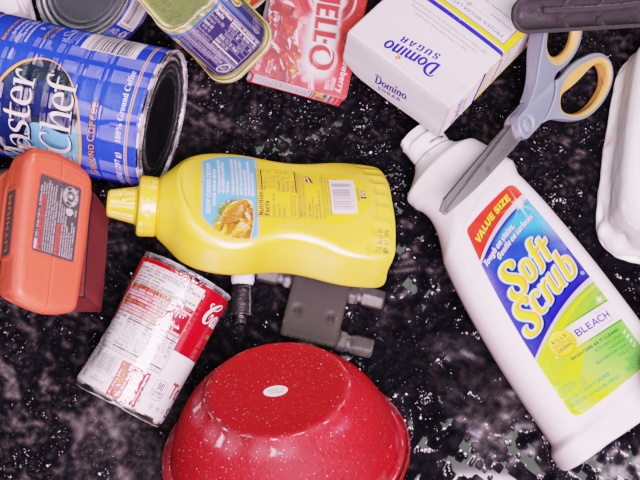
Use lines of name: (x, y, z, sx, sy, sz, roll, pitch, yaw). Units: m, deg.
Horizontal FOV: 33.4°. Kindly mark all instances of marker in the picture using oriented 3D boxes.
marker: (-0.055, 0.001, 0.772, 0.020, 0.020, 0.121, 1, 76, 3)

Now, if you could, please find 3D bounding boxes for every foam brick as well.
foam brick: (-0.184, 0.008, 0.760, 0.053, 0.051, 0.078, 1, 75, 4)

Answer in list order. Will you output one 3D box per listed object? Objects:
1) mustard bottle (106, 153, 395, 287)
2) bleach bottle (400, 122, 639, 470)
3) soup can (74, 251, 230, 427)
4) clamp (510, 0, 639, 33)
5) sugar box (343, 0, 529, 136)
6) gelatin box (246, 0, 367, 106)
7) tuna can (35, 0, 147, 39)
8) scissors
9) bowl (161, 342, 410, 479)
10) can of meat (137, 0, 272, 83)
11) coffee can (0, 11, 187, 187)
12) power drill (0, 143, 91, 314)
mustard bottle: (-0.049, -0.017, 0.728, 0.191, 0.058, 0.096, 5, 47, -10)
bleach bottle: (0.132, 0.026, 0.736, 0.102, 0.068, 0.251, -33, 74, -9)
soup can: (-0.115, 0.068, 0.733, 0.068, 0.068, 0.102, 26, 79, 9)
clamp: (0.254, -0.157, 0.721, 0.165, 0.209, 0.036, 16, 114, 44)
sugar box: (0.106, -0.163, 0.774, 0.093, 0.048, 0.176, 40, 68, 12)
gelatin box: (-0.009, -0.153, 0.794, 0.073, 0.030, 0.089, 15, 80, -9)
tuna can: (-0.170, -0.189, 0.806, 0.086, 0.033, 0.086, -2, 84, 21)
scissors: (0.137, -0.100, 0.733, 0.201, 0.016, 0.096, -30, 111, -35)
bowl: (-0.025, 0.114, 0.675, 0.162, 0.055, 0.162, -4, 33, 3)
can of meat: (-0.093, -0.170, 0.751, 0.057, 0.083, 0.102, -43, 65, 6)
coffee can: (-0.177, -0.100, 0.761, 0.140, 0.103, 0.103, 13, 76, 6)
power drill: (-0.243, 0.017, 0.717, 0.188, 0.057, 0.184, -6, 75, 34)
